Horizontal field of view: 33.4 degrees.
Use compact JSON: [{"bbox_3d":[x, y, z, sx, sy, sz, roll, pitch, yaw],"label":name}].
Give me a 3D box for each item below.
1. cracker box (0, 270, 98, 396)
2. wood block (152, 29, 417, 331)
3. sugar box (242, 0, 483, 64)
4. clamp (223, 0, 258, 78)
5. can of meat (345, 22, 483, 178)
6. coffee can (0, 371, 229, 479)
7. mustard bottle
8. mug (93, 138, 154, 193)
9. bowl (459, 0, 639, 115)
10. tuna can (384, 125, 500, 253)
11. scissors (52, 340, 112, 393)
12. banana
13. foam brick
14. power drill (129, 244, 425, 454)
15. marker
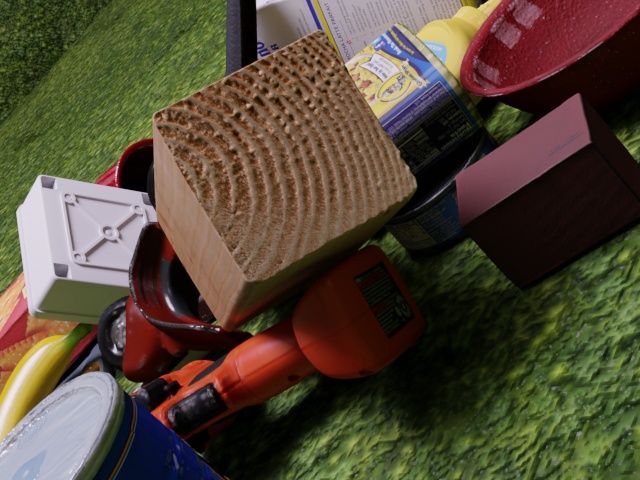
[{"bbox_3d":[-0.278,0.097,0.964,0.214,0.072,0.164,-47,18,4],"label":"cracker box"},{"bbox_3d":[-0.029,-0.019,0.567,0.090,0.090,0.206,-30,-5,-13],"label":"wood block"},{"bbox_3d":[0.031,-0.163,0.807,0.176,0.093,0.048,-13,30,23],"label":"sugar box"},{"bbox_3d":[-0.057,-0.108,0.806,0.172,0.120,0.039,-44,-9,32],"label":"clamp"},{"bbox_3d":[0.040,-0.076,0.637,0.084,0.057,0.102,-39,34,7],"label":"can of meat"},{"bbox_3d":[-0.074,0.138,0.452,0.103,0.140,0.103,-37,23,18],"label":"coffee can"},{"bbox_3d":[0.064,-0.095,0.736,0.191,0.058,0.096,-48,23,-8],"label":"mustard bottle"},{"bbox_3d":[-0.169,-0.029,1.015,0.082,0.093,0.117,-24,65,51],"label":"mug"},{"bbox_3d":[0.161,-0.124,0.620,0.162,0.055,0.162,-37,23,18],"label":"bowl"},{"bbox_3d":[0.073,-0.033,0.643,0.086,0.033,0.086,-37,23,18],"label":"tuna can"},{"bbox_3d":[-0.196,0.099,0.910,0.096,0.016,0.201,-36,23,21],"label":"scissors"},{"bbox_3d":[-0.236,0.150,0.826,0.070,0.037,0.197,-28,39,50],"label":"banana"},{"bbox_3d":[0.114,-0.023,0.530,0.078,0.051,0.053,-34,25,26],"label":"foam brick"},{"bbox_3d":[-0.047,0.077,0.556,0.188,0.057,0.184,-30,0,24],"label":"power drill"},{"bbox_3d":[-0.123,0.111,0.755,0.121,0.020,0.020,-45,21,0],"label":"marker"}]
